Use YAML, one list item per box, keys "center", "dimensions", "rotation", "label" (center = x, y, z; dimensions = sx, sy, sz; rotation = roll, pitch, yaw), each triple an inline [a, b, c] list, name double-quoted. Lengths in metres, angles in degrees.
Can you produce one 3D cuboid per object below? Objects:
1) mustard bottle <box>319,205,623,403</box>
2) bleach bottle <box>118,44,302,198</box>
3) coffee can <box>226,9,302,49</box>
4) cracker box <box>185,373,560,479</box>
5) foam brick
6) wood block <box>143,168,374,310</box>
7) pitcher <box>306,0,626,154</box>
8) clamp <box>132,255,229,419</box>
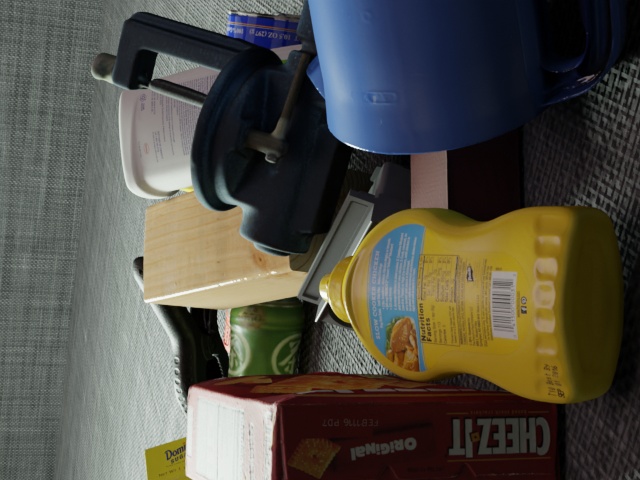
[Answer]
- center: [0.068, 0.030, 0.582]
  dimensions: [0.192, 0.058, 0.096]
  rotation: [1, 93, 48]
  label: "mustard bottle"
- center: [-0.049, -0.101, 0.866]
  dimensions: [0.251, 0.068, 0.102]
  rotation: [-8, 87, 32]
  label: "bleach bottle"
- center: [-0.040, -0.130, 0.957]
  dimensions: [0.103, 0.102, 0.140]
  rotation: [-145, 60, -68]
  label: "coffee can"
- center: [0.020, 0.120, 0.647]
  dimensions: [0.214, 0.164, 0.072]
  rotation: [165, 106, -70]
  label: "cracker box"
- center: [0.088, -0.033, 0.647]
  dimensions: [0.053, 0.051, 0.078]
  rotation: [160, 112, -69]
  label: "foam brick"
- center: [-0.056, 0.000, 0.896]
  dimensions: [0.207, 0.090, 0.090]
  rotation: [-14, 72, 48]
  label: "wood block"
- center: [0.054, -0.175, 0.541]
  dimensions: [0.145, 0.149, 0.243]
  rotation: [-115, 10, -59]
  label: "pitcher"
- center: [-0.117, 0.095, 1.043]
  dimensions: [0.164, 0.036, 0.210]
  rotation: [-43, -59, -68]
  label: "clamp"
